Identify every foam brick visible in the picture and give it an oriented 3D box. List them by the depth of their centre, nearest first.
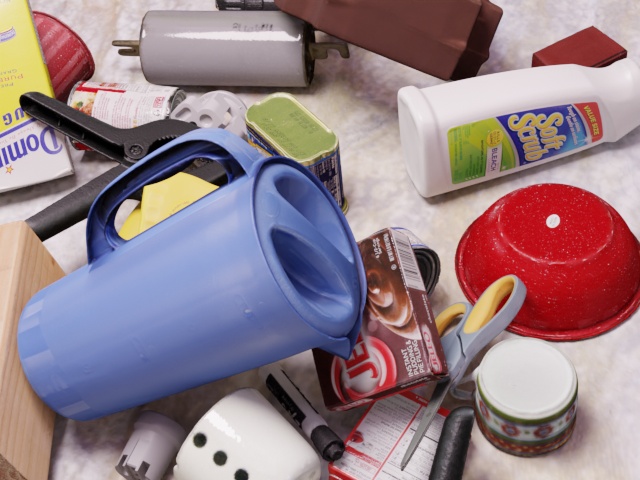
[{"bbox_3d":[0.247,-0.161,1.029,0.078,0.053,0.051,-26,50,-18],"label":"foam brick"}]

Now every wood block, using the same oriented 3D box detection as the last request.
[{"bbox_3d":[-0.259,0.096,0.817,0.091,0.090,0.206,-13,47,10],"label":"wood block"}]

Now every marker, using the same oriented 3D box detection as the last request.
[{"bbox_3d":[-0.015,0.126,0.795,0.020,0.020,0.121,-25,33,-16],"label":"marker"}]

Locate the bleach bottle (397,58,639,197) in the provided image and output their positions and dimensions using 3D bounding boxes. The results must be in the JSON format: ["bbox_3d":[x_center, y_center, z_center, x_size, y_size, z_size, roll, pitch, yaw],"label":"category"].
[{"bbox_3d":[0.199,-0.117,0.959,0.250,0.102,0.068,-16,43,-7],"label":"bleach bottle"}]

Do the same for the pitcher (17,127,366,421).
[{"bbox_3d":[-0.103,0.036,0.762,0.243,0.144,0.149,-24,62,26],"label":"pitcher"}]

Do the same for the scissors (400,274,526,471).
[{"bbox_3d":[0.087,0.097,0.796,0.201,0.016,0.096,-47,15,-31],"label":"scissors"}]

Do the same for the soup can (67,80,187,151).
[{"bbox_3d":[-0.183,-0.116,1.025,0.102,0.068,0.068,5,49,11],"label":"soup can"}]

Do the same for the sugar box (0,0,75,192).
[{"bbox_3d":[-0.297,-0.136,0.995,0.093,0.176,0.048,-15,5,-7],"label":"sugar box"}]

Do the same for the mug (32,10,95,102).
[{"bbox_3d":[-0.296,-0.168,1.080,0.117,0.093,0.081,-5,44,45],"label":"mug"}]

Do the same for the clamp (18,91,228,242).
[{"bbox_3d":[-0.171,-0.076,0.948,0.209,0.036,0.164,-7,56,-16],"label":"clamp"}]

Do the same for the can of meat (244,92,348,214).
[{"bbox_3d":[-0.023,-0.072,0.956,0.057,0.084,0.102,-31,52,-20],"label":"can of meat"}]

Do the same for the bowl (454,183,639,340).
[{"bbox_3d":[0.192,0.003,0.883,0.162,0.055,0.162,-3,47,3],"label":"bowl"}]

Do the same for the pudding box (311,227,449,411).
[{"bbox_3d":[0.035,0.059,0.780,0.090,0.039,0.113,-24,68,27],"label":"pudding box"}]

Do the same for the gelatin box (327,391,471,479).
[{"bbox_3d":[0.058,0.155,0.777,0.073,0.030,0.089,24,55,23],"label":"gelatin box"}]

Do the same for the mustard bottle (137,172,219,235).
[{"bbox_3d":[-0.056,0.001,0.891,0.191,0.058,0.096,8,75,-9],"label":"mustard bottle"}]

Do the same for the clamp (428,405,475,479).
[{"bbox_3d":[0.092,0.209,0.710,0.120,0.039,0.171,38,71,9],"label":"clamp"}]
